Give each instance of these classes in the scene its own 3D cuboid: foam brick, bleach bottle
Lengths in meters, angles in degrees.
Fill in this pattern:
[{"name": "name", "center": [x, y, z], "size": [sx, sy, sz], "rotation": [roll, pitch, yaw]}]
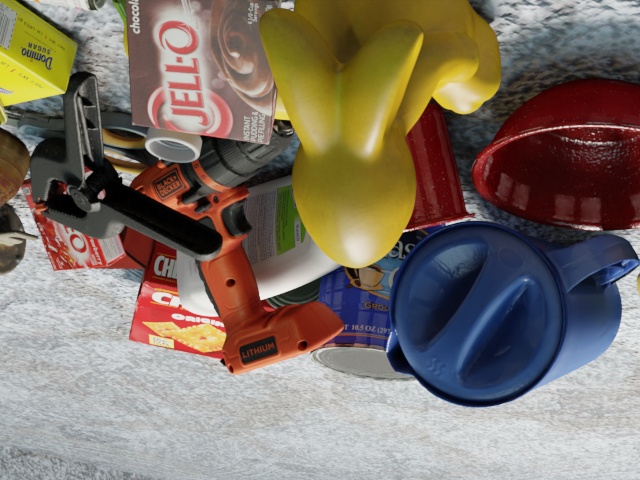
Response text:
[{"name": "foam brick", "center": [-0.206, -0.005, 1.019], "size": [0.078, 0.053, 0.051], "rotation": [1, 158, 21]}, {"name": "bleach bottle", "center": [-0.021, -0.003, 0.881], "size": [0.067, 0.102, 0.251], "rotation": [7, 165, -42]}]

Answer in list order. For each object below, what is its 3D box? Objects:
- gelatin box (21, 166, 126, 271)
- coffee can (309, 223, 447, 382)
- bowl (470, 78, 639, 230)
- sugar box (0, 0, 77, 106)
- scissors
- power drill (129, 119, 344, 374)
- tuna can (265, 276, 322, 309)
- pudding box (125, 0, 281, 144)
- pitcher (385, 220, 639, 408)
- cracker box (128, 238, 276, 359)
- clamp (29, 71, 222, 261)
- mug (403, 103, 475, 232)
[{"name": "gelatin box", "center": [-0.221, -0.019, 0.951], "size": [0.073, 0.089, 0.030], "rotation": [-6, -161, 37]}, {"name": "coffee can", "center": [0.050, 0.039, 0.908], "size": [0.103, 0.140, 0.103], "rotation": [8, 159, 3]}, {"name": "bowl", "center": [0.184, -0.062, 0.712], "size": [0.162, 0.055, 0.162], "rotation": [8, 159, 3]}, {"name": "sugar box", "center": [-0.265, -0.126, 0.742], "size": [0.177, 0.048, 0.093], "rotation": [-8, 154, 35]}, {"name": "scissors", "center": [-0.214, -0.095, 0.842], "size": [0.201, 0.016, 0.096], "rotation": [20, 155, -27]}, {"name": "power drill", "center": [-0.055, 0.001, 0.825], "size": [0.185, 0.187, 0.057], "rotation": [-24, -178, 45]}, {"name": "tuna can", "center": [-0.013, 0.031, 0.988], "size": [0.086, 0.086, 0.033], "rotation": [-2, 159, 25]}, {"name": "pudding box", "center": [-0.070, -0.115, 0.650], "size": [0.090, 0.039, 0.113], "rotation": [8, 134, 1]}, {"name": "pitcher", "center": [0.171, 0.052, 0.849], "size": [0.149, 0.145, 0.242], "rotation": [17, -173, 28]}, {"name": "cracker box", "center": [-0.113, 0.066, 1.139], "size": [0.164, 0.072, 0.214], "rotation": [12, 158, -10]}, {"name": "clamp", "center": [-0.178, -0.052, 0.823], "size": [0.210, 0.036, 0.164], "rotation": [1, 130, 50]}, {"name": "mug", "center": [0.045, -0.045, 0.744], "size": [0.093, 0.081, 0.117], "rotation": [-12, 180, -39]}]
